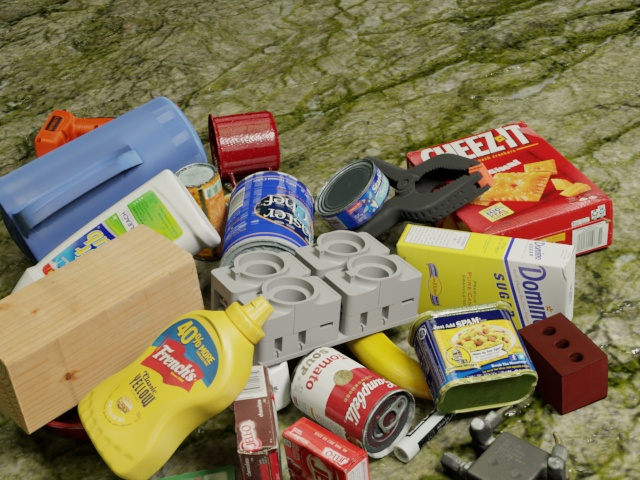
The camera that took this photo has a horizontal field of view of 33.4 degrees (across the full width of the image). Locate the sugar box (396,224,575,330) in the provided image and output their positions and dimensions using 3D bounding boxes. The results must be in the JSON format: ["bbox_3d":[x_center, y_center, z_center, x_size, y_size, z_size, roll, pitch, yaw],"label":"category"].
[{"bbox_3d":[0.170,0.041,1.098,0.176,0.093,0.048,9,38,23],"label":"sugar box"}]

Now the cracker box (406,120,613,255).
[{"bbox_3d":[0.214,-0.052,1.242,0.164,0.072,0.214,-16,35,-11],"label":"cracker box"}]

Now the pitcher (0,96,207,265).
[{"bbox_3d":[-0.257,-0.069,1.255,0.242,0.145,0.149,-33,47,-15],"label":"pitcher"}]

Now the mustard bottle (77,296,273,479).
[{"bbox_3d":[-0.118,0.118,0.936,0.191,0.058,0.096,-41,50,-1],"label":"mustard bottle"}]

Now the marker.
[{"bbox_3d":[0.112,0.164,0.997,0.020,0.020,0.120,23,45,36],"label":"marker"}]

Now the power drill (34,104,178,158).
[{"bbox_3d":[-0.292,-0.133,1.473,0.187,0.057,0.184,0,31,6],"label":"power drill"}]

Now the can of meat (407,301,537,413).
[{"bbox_3d":[0.143,0.110,0.999,0.102,0.057,0.084,-7,48,-13],"label":"can of meat"}]

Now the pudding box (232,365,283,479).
[{"bbox_3d":[-0.055,0.179,0.945,0.039,0.090,0.113,-7,34,-3],"label":"pudding box"}]

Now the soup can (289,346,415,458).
[{"bbox_3d":[0.028,0.148,0.993,0.068,0.068,0.102,-32,41,-32],"label":"soup can"}]

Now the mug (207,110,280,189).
[{"bbox_3d":[-0.097,-0.114,1.389,0.081,0.093,0.117,-9,65,-11],"label":"mug"}]

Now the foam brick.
[{"bbox_3d":[0.229,0.117,1.014,0.053,0.051,0.078,-20,37,-17],"label":"foam brick"}]

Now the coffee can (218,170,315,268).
[{"bbox_3d":[-0.058,0.001,1.190,0.103,0.103,0.140,-5,34,4],"label":"coffee can"}]

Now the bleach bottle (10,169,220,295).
[{"bbox_3d":[-0.239,0.033,1.169,0.251,0.068,0.102,-36,75,0],"label":"bleach bottle"}]

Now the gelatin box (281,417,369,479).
[{"bbox_3d":[0.007,0.201,0.901,0.073,0.089,0.030,24,45,37],"label":"gelatin box"}]

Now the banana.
[{"bbox_3d":[0.061,0.100,1.083,0.069,0.037,0.198,-15,35,-10],"label":"banana"}]

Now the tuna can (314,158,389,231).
[{"bbox_3d":[0.037,-0.051,1.216,0.086,0.033,0.086,-33,30,21],"label":"tuna can"}]

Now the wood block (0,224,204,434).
[{"bbox_3d":[-0.221,0.080,1.020,0.205,0.091,0.090,-31,42,-31],"label":"wood block"}]

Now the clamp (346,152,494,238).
[{"bbox_3d":[0.103,-0.060,1.218,0.210,0.036,0.164,-18,39,34],"label":"clamp"}]
